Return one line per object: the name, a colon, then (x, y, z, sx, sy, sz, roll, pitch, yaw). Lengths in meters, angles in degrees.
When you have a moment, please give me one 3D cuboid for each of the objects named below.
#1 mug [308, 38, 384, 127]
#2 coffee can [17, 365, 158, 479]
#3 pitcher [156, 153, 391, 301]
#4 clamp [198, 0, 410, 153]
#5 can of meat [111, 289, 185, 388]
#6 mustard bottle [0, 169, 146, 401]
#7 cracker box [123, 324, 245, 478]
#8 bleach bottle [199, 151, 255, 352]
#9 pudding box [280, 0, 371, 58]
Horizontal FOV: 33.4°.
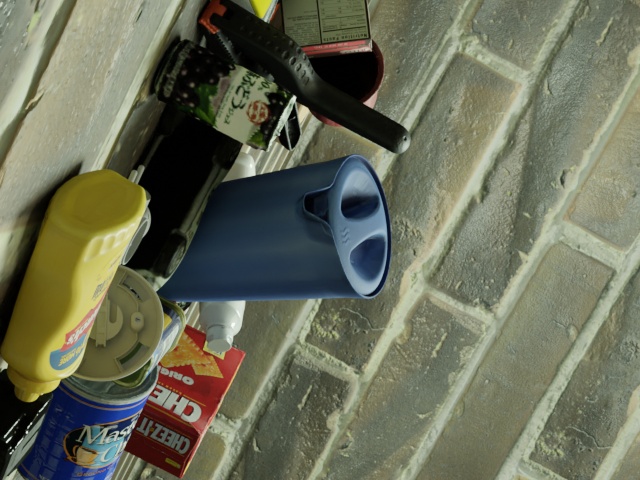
mug: (0.018, -0.182, 1.146, 0.081, 0.093, 0.117, 82, -8, -78)
coffee can: (-0.226, 0.162, 1.021, 0.140, 0.103, 0.102, -62, 180, 31)
pitcher: (-0.057, 0.001, 1.036, 0.144, 0.243, 0.149, -56, 134, -52)
clamp: (-0.037, -0.140, 0.963, 0.165, 0.209, 0.036, 0, -122, 53)
can of meat: (-0.185, 0.080, 0.969, 0.057, 0.102, 0.084, -62, 178, 22)
mustard bottle: (-0.189, 0.045, 0.778, 0.192, 0.058, 0.096, -62, 179, 29)
cracker box: (-0.194, 0.165, 1.254, 0.072, 0.164, 0.213, -64, 180, 21)
bleach bottle: (-0.116, 0.016, 1.290, 0.102, 0.068, 0.251, 93, -2, -53)
pudding box: (0.003, -0.246, 1.097, 0.039, 0.090, 0.113, 80, 5, -80)
